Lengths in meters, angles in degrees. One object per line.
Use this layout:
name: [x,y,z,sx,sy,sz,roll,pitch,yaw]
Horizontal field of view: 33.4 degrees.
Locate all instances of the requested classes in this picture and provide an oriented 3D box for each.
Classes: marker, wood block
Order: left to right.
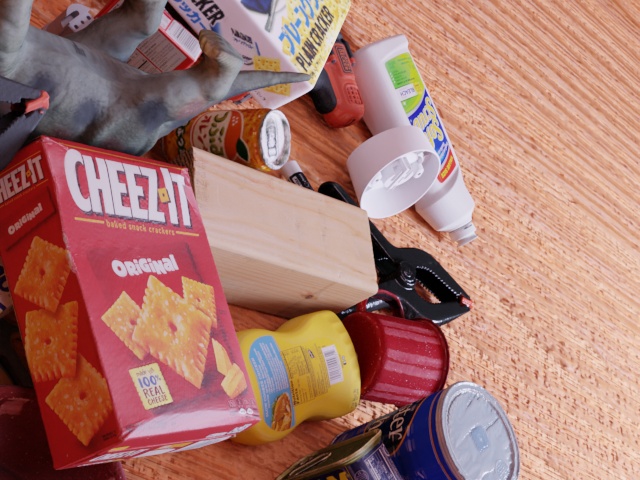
wood block: [-0.056,0.002,0.945,0.205,0.091,0.090,19,54,-41]
marker: [-0.003,-0.029,1.059,0.020,0.020,0.121,-4,54,-49]

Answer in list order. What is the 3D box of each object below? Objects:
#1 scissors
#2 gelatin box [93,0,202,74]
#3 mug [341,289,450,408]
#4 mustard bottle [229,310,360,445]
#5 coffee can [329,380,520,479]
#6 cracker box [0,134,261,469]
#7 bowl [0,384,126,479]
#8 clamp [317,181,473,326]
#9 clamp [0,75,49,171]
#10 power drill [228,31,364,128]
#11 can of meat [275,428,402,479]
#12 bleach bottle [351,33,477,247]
scissors: [-0.254,0.056,0.749,0.201,0.016,0.096,50,38,-11]
gelatin box: [-0.162,-0.180,0.963,0.089,0.073,0.030,43,39,-18]
mug: [0.060,0.101,1.009,0.081,0.093,0.117,15,62,-37]
mustard bottle: [-0.046,0.121,0.901,0.191,0.058,0.096,-10,86,-51]
coffee can: [0.088,0.194,0.935,0.102,0.141,0.103,27,48,-35]
cracker box: [-0.136,0.043,0.757,0.164,0.072,0.214,9,59,-60]
bowl: [-0.203,0.178,0.691,0.161,0.055,0.162,27,48,-34]
clamp: [0.075,0.047,1.105,0.209,0.036,0.164,30,47,-27]
clamp: [-0.252,-0.055,0.674,0.171,0.039,0.120,-15,115,-33]
power drill: [-0.040,-0.210,1.132,0.187,0.057,0.184,-4,69,-49]
can of meat: [0.025,0.214,0.885,0.057,0.102,0.084,-30,91,-52]
bleach bottle: [0.114,-0.111,1.236,0.102,0.068,0.251,-30,91,-52]
